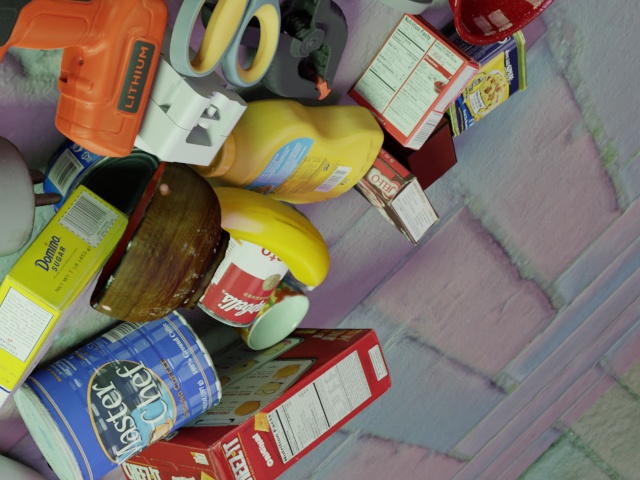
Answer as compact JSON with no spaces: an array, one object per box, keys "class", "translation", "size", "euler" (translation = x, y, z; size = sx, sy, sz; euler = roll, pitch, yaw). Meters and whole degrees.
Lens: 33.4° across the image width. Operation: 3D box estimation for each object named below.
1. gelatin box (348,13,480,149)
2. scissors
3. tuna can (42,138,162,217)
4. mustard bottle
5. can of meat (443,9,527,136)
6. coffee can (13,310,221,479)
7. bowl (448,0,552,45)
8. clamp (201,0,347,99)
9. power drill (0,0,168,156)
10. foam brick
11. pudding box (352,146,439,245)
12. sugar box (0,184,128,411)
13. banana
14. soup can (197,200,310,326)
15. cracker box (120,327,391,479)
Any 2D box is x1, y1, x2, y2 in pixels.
[{"class":"gelatin box","translation":[0.077,-0.132,0.880],"size":[0.089,0.073,0.030],"euler":[-53,153,18]},{"class":"scissors","translation":[-0.027,-0.179,0.653],"size":[0.201,0.016,0.096],"euler":[-60,150,-10]},{"class":"tuna can","translation":[-0.148,-0.042,0.741],"size":[0.086,0.034,0.086],"euler":[-33,152,-20]},{"class":"mustard bottle","translation":[-0.038,-0.068,0.826],"size":[0.096,0.058,0.191],"euler":[-41,158,31]},{"class":"can of meat","translation":[0.134,-0.150,0.954],"size":[0.084,0.057,0.102],"euler":[-38,153,-7]},{"class":"coffee can","translation":[-0.168,0.128,0.888],"size":[0.140,0.103,0.103],"euler":[-30,151,-25]},{"class":"bowl","translation":[0.150,-0.237,0.847],"size":[0.162,0.055,0.162],"euler":[-33,152,-20]},{"class":"clamp","translation":[-0.012,-0.159,0.755],"size":[0.120,0.039,0.171],"euler":[-40,160,2]},{"class":"power drill","translation":[-0.171,-0.089,0.564],"size":[0.187,0.057,0.184],"euler":[1,110,-59]},{"class":"foam brick","translation":[0.088,-0.090,0.981],"size":[0.051,0.053,0.078],"euler":[-40,154,-7]},{"class":"pudding box","translation":[0.055,-0.052,0.948],"size":[0.039,0.090,0.113],"euler":[-45,154,1]},{"class":"sugar box","translation":[-0.193,0.048,0.713],"size":[0.177,0.048,0.093],"euler":[-45,-168,44]},{"class":"banana","translation":[-0.044,-0.005,0.817],"size":[0.070,0.037,0.197],"euler":[-18,153,36]},{"class":"soup can","translation":[-0.060,0.014,0.910],"size":[0.068,0.069,0.102],"euler":[1,129,-55]},{"class":"cracker box","translation":[-0.063,0.157,0.988],"size":[0.213,0.164,0.072],"euler":[-32,108,-38]}]
